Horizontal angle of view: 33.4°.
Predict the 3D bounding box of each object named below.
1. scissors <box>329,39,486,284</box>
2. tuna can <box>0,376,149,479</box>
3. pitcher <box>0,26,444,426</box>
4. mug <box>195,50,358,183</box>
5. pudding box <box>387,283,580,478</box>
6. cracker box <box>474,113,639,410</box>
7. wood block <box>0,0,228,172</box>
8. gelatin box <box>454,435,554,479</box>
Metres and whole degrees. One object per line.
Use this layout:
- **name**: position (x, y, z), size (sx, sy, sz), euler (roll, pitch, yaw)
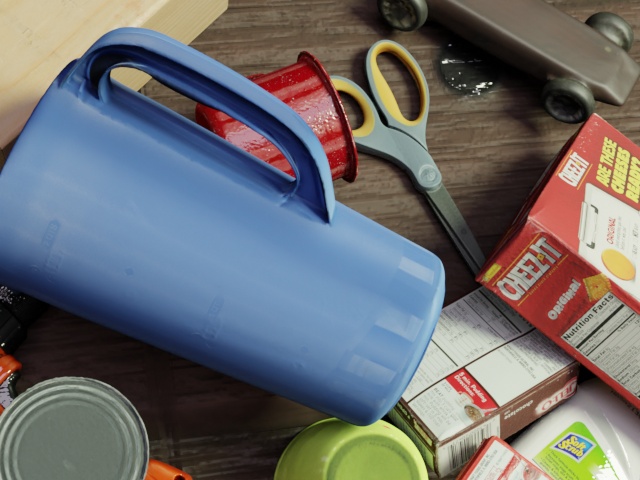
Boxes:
- **scissors**: position (0.054, -0.047, 0.749), size (0.096, 0.016, 0.202), euler (-11, 75, -12)
- **tuna can**: position (-0.139, 0.121, 0.591), size (0.086, 0.034, 0.086), euler (4, 69, -10)
- **pitcher**: position (-0.054, 0.001, 0.590), size (0.242, 0.149, 0.145), euler (25, 77, -6)
- **mug**: position (-0.036, -0.074, 0.710), size (0.081, 0.093, 0.117), euler (-23, 47, -11)
- **pudding box**: position (0.094, 0.085, 0.683), size (0.113, 0.039, 0.090), euler (-26, 47, -18)
- **cracker box**: position (0.222, 0.035, 0.691), size (0.214, 0.072, 0.164), euler (38, 39, 4)
- **wood block**: position (-0.159, -0.139, 0.700), size (0.090, 0.091, 0.206), euler (41, 71, 5)
- **gelatin box**: position (0.112, 0.168, 0.616), size (0.089, 0.030, 0.073), euler (36, 66, 11)
